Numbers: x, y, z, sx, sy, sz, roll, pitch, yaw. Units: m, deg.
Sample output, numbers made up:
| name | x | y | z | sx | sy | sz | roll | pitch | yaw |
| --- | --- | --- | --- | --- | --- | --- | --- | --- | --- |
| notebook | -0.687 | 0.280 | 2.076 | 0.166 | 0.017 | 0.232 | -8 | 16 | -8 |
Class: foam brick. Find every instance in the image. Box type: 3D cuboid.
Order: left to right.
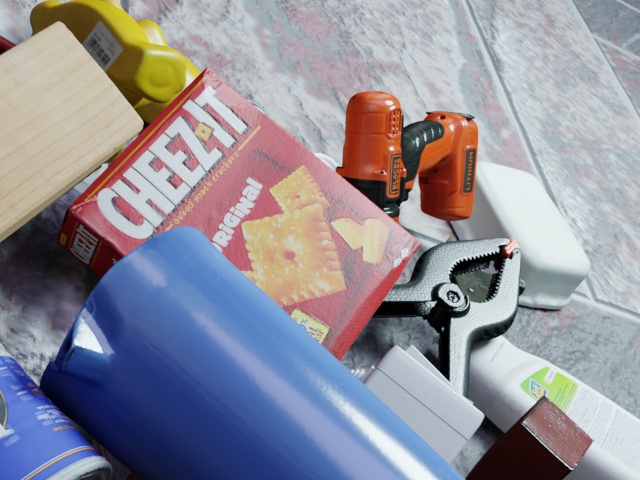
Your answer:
| name | x | y | z | sx | sy | sz | roll | pitch | yaw |
| --- | --- | --- | --- | --- | --- | --- | --- | --- | --- |
| foam brick | 0.160 | 0.169 | 0.823 | 0.051 | 0.078 | 0.052 | 44 | 36 | 11 |

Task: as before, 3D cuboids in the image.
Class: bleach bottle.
| name | x | y | z | sx | sy | sz | roll | pitch | yaw |
| --- | --- | --- | --- | --- | --- | --- | --- | --- | --- |
| bleach bottle | 0.205 | 0.151 | 0.902 | 0.251 | 0.068 | 0.102 | 38 | 33 | 8 |

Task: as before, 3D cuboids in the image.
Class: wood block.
| name | x | y | z | sx | sy | sz | roll | pitch | yaw |
| --- | --- | --- | --- | --- | --- | --- | --- | --- | --- |
| wood block | -0.221 | -0.041 | 0.668 | 0.090 | 0.091 | 0.205 | 51 | 48 | -8 |

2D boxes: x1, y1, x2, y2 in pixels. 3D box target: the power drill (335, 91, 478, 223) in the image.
| name | x | y | z | sx | sy | sz | roll | pitch | yaw |
| --- | --- | --- | --- | --- | --- | --- | --- | --- | --- |
| power drill | 0.078 | -0.043 | 0.955 | 0.057 | 0.184 | 0.187 | 11 | 14 | 29 |

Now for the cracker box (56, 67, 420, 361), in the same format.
| name | x | y | z | sx | sy | sz | roll | pitch | yaw |
| --- | --- | --- | --- | --- | --- | --- | --- | --- | --- |
| cracker box | -0.055 | 0.001 | 0.781 | 0.213 | 0.072 | 0.164 | 39 | 61 | -2 |

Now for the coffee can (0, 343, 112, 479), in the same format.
| name | x | y | z | sx | sy | sz | roll | pitch | yaw |
| --- | --- | --- | --- | --- | --- | --- | --- | --- | --- |
| coffee can | -0.194 | 0.104 | 0.562 | 0.140 | 0.103 | 0.102 | 45 | 34 | 14 |

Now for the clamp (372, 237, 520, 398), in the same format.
| name | x | y | z | sx | sy | sz | roll | pitch | yaw |
| --- | --- | --- | --- | --- | --- | --- | --- | --- | --- |
| clamp | 0.092 | 0.052 | 0.875 | 0.164 | 0.036 | 0.209 | 38 | 51 | 9 |

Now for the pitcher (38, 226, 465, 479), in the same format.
| name | x | y | z | sx | sy | sz | roll | pitch | yaw |
| --- | --- | --- | --- | --- | --- | --- | --- | --- | --- |
| pitcher | -0.024 | 0.112 | 0.606 | 0.243 | 0.145 | 0.149 | 39 | 60 | 16 |
